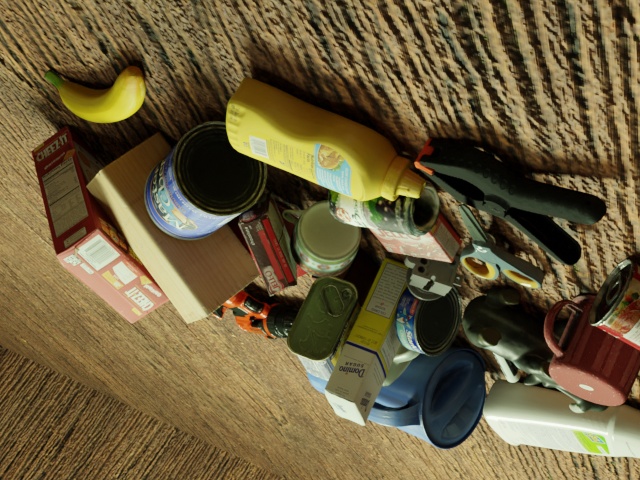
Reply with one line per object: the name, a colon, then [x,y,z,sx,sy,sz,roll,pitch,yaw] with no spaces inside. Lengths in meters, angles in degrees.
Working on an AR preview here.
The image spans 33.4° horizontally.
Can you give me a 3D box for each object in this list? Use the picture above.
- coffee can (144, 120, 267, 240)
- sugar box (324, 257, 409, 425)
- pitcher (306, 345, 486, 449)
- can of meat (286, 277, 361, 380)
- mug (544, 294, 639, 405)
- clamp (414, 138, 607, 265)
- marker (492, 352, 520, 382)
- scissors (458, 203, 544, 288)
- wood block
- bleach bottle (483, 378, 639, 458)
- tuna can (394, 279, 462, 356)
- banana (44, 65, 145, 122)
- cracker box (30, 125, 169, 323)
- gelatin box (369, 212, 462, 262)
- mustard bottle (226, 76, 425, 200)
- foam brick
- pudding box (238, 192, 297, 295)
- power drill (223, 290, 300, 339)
coffee can: [-0.128,-0.063,1.167,0.102,0.102,0.140,33,160,-13]
sugar box: [0.062,0.118,1.242,0.048,0.176,0.093,21,160,20]
pitcher: [0.089,0.186,1.439,0.243,0.145,0.149,13,158,45]
can of meat: [0.010,0.104,1.239,0.057,0.102,0.084,19,160,20]
mug: [0.272,0.106,1.068,0.117,0.081,0.093,35,160,-17]
clamp: [0.165,-0.034,0.933,0.172,0.039,0.120,28,157,21]
marker: [0.225,0.142,1.317,0.020,0.020,0.121,16,157,32]
scissors: [0.175,0.010,1.028,0.096,0.016,0.201,19,167,10]
wood block: [-0.174,-0.013,1.268,0.206,0.090,0.090,55,156,-5]
bleach bottle: [0.331,0.233,1.334,0.251,0.068,0.102,4,149,46]
tuna can: [0.123,0.087,1.220,0.034,0.086,0.086,12,154,43]
banana: [-0.240,-0.159,1.180,0.198,0.037,0.069,6,151,48]
cracker box: [-0.284,-0.021,1.367,0.164,0.072,0.214,51,-171,-46]
gelatin box: [0.091,-0.013,1.099,0.089,0.030,0.073,10,153,41]
mustard bottle: [0.008,-0.084,0.995,0.192,0.058,0.096,24,156,14]
foam brick: [0.037,0.047,1.290,0.053,0.051,0.078,11,154,40]
pudding box: [-0.058,0.001,1.203,0.113,0.039,0.090,-89,-22,-74]
power drill: [-0.117,0.085,1.586,0.187,0.057,0.185,39,158,-27]
